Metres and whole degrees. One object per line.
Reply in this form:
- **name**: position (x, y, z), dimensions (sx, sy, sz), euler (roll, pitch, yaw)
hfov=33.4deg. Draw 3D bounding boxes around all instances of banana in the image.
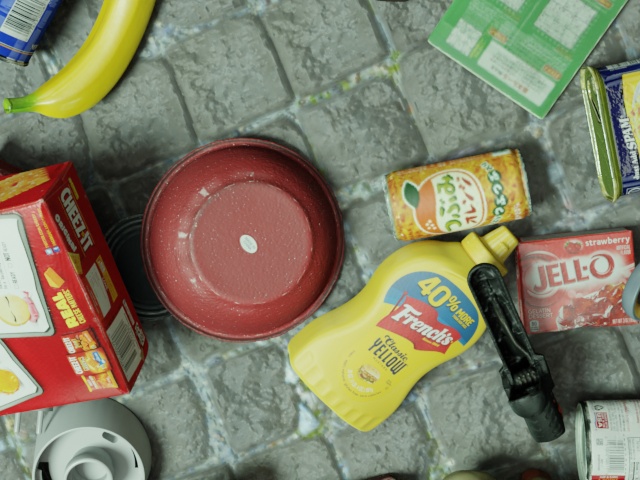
- **banana**: position (-0.165, -0.169, 0.823), dimensions (0.037, 0.069, 0.198), euler (33, 93, 35)

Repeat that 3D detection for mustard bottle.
- **mustard bottle**: position (0.073, 0.057, 0.821), dimensions (0.192, 0.058, 0.096), euler (-41, 109, 10)

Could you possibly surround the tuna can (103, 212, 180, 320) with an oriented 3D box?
- **tuna can**: position (-0.135, 0.019, 0.857), dimensions (0.086, 0.033, 0.086), euler (1, 98, 6)

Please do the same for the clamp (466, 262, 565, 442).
- **clamp**: position (0.151, 0.106, 0.777), dimensions (0.039, 0.120, 0.171), euler (-19, 135, 16)

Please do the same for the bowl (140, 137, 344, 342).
- **bowl**: position (-0.055, 0.001, 0.812), dimensions (0.162, 0.055, 0.162), euler (0, 92, -10)

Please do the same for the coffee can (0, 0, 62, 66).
- **coffee can**: position (-0.232, -0.217, 0.802), dimensions (0.103, 0.102, 0.140), euler (33, 100, 1)

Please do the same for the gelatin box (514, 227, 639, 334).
- **gelatin box**: position (0.196, 0.031, 0.822), dimensions (0.089, 0.030, 0.073), euler (-6, 97, 7)

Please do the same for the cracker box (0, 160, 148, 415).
- **cracker box**: position (-0.254, 0.046, 0.783), dimensions (0.214, 0.072, 0.164), euler (-11, 117, 15)
